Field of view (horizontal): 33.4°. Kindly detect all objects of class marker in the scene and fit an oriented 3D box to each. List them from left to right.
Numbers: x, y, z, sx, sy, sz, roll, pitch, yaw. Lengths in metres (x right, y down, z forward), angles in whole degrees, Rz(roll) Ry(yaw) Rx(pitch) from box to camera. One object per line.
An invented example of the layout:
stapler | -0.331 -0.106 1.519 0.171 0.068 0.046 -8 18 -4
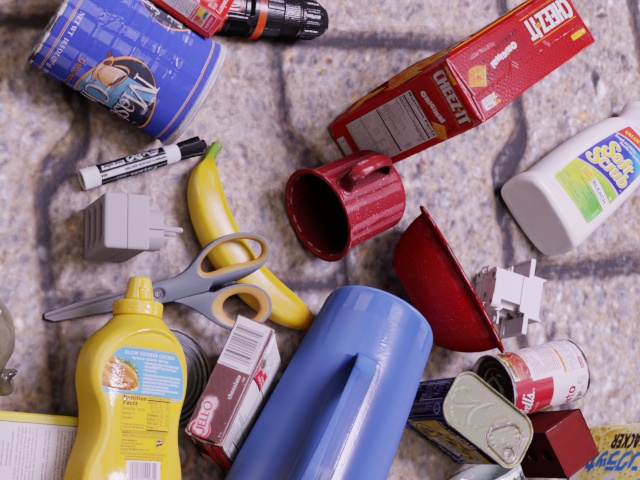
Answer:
marker | -0.158 -0.071 0.957 0.121 0.020 0.020 -20 89 -25

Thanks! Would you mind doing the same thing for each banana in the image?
banana | -0.072 0.006 0.981 0.069 0.037 0.198 -29 94 -29

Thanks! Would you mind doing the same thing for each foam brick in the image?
foam brick | 0.229 0.205 1.075 0.051 0.078 0.053 -27 93 -31

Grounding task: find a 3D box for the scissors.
scissors | -0.128 0.060 0.934 0.201 0.016 0.096 -27 101 -12

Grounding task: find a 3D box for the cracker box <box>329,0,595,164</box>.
cracker box | 0.127 -0.148 1.015 0.164 0.214 0.072 -36 97 -29

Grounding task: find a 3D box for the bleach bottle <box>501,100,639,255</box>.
bleach bottle | 0.312 -0.090 1.190 0.250 0.068 0.102 -40 99 -30

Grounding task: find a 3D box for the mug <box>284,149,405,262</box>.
mug | 0.030 -0.043 1.004 0.081 0.117 0.093 -25 70 -34

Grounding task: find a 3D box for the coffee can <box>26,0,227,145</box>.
coffee can | -0.167 -0.161 0.928 0.140 0.103 0.102 31 67 -19

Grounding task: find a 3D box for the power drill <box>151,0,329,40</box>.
power drill | -0.078 -0.286 1.026 0.184 0.057 0.187 3 78 -27

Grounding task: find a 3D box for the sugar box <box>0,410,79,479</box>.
sugar box | -0.274 0.178 0.836 0.176 0.048 0.093 10 75 -22

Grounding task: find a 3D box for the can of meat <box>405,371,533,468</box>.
can of meat | 0.138 0.175 1.029 0.102 0.084 0.057 39 65 -16

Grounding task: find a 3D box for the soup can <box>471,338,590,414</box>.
soup can | 0.214 0.141 1.086 0.102 0.069 0.068 -8 84 -29

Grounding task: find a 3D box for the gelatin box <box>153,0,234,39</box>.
gelatin box | -0.109 -0.226 0.934 0.073 0.030 0.089 34 38 -13

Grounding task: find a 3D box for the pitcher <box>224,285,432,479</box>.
pitcher | 0.013 0.158 0.927 0.145 0.149 0.242 51 52 -35

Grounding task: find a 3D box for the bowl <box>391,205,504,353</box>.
bowl | 0.114 0.049 1.025 0.055 0.162 0.162 -29 94 4

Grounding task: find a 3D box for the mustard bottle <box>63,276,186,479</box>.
mustard bottle | -0.153 0.124 0.859 0.096 0.058 0.191 14 73 -42

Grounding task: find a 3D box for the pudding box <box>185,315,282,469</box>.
pudding box | -0.073 0.133 0.923 0.039 0.090 0.113 21 68 12

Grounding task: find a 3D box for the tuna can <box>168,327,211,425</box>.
tuna can | -0.140 0.120 0.924 0.086 0.034 0.086 6 77 -27
